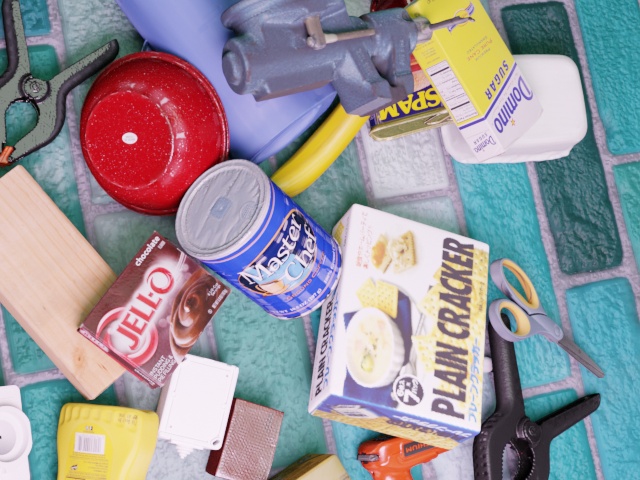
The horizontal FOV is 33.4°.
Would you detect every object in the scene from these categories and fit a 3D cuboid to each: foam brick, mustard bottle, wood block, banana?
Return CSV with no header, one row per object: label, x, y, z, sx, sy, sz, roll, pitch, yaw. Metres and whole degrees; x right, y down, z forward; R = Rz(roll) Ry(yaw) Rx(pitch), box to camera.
foam brick,-0.074,0.198,1.045,0.053,0.051,0.078,19,76,-14
mustard bottle,-0.205,0.248,0.980,0.096,0.058,0.191,1,78,24
wood block,-0.249,0.042,0.998,0.090,0.091,0.206,-42,94,-19
banana,0.010,-0.108,1.106,0.037,0.069,0.198,42,88,3

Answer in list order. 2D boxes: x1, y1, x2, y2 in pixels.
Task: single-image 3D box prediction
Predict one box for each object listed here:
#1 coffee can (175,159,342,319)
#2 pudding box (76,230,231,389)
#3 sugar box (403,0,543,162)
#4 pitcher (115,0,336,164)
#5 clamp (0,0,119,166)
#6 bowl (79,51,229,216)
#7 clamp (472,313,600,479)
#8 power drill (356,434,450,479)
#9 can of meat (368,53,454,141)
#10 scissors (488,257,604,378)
coffee can,-0.057,0.001,1.022,0.140,0.103,0.102,42,66,-47
pudding box,-0.149,0.063,0.957,0.090,0.039,0.113,39,66,-9
sugar box,0.153,-0.178,1.092,0.093,0.048,0.176,-43,103,-37
pitcher,-0.109,-0.190,1.067,0.243,0.145,0.149,50,39,0
clamp,-0.272,-0.150,1.053,0.120,0.039,0.171,14,83,-11
bowl,-0.171,-0.098,1.018,0.162,0.055,0.162,4,102,17
clamp,0.203,0.189,1.107,0.164,0.036,0.209,44,55,-12
power drill,0.124,0.281,1.087,0.184,0.057,0.187,-11,83,-25
can of meat,0.095,-0.161,1.140,0.102,0.057,0.084,-14,80,18
scissors,0.237,0.105,1.129,0.201,0.016,0.096,51,45,-17
